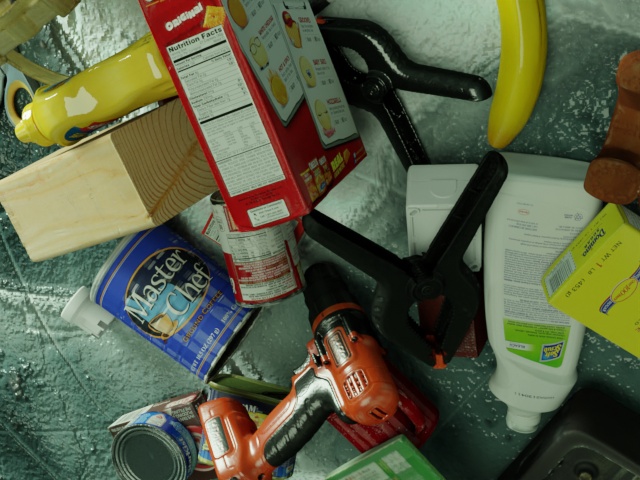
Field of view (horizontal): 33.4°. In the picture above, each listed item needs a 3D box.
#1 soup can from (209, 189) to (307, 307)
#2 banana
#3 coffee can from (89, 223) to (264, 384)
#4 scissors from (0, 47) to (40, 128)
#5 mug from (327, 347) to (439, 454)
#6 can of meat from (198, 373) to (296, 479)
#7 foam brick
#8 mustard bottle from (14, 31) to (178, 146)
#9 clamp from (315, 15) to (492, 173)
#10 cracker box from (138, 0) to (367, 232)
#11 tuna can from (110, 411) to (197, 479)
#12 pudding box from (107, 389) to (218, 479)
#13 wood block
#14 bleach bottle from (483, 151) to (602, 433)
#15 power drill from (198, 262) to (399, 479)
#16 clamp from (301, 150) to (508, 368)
[{"bbox_3d":[-0.056,0.001,0.965,0.069,0.068,0.102,-6,108,23],"label":"soup can"},{"bbox_3d":[0.154,-0.173,0.873,0.070,0.037,0.198,1,110,44],"label":"banana"},{"bbox_3d":[-0.136,0.057,1.034,0.140,0.102,0.103,35,118,5],"label":"coffee can"},{"bbox_3d":[-0.296,-0.192,1.051,0.096,0.016,0.202,33,118,5],"label":"scissors"},{"bbox_3d":[0.062,0.160,0.997,0.081,0.093,0.117,44,155,-5],"label":"mug"},{"bbox_3d":[-0.068,0.187,1.070,0.102,0.057,0.084,11,95,17],"label":"can of meat"},{"bbox_3d":[0.120,0.060,0.964,0.053,0.051,0.078,0,110,22],"label":"foam brick"},{"bbox_3d":[-0.190,-0.126,0.923,0.192,0.096,0.058,-20,101,26],"label":"mustard bottle"},{"bbox_3d":[0.055,-0.127,0.924,0.171,0.039,0.120,34,128,15],"label":"clamp"},{"bbox_3d":[-0.051,-0.132,0.829,0.072,0.164,0.213,-18,103,24],"label":"cracker box"},{"bbox_3d":[-0.171,0.221,1.105,0.086,0.033,0.086,6,111,17],"label":"tuna can"},{"bbox_3d":[-0.157,0.217,1.140,0.114,0.039,0.090,-19,102,26],"label":"pudding box"},{"bbox_3d":[-0.201,-0.051,0.990,0.207,0.090,0.090,-13,106,45],"label":"wood block"},{"bbox_3d":[0.182,0.054,0.931,0.103,0.068,0.251,8,115,13],"label":"bleach bottle"},{"bbox_3d":[-0.027,0.129,0.976,0.188,0.184,0.057,-43,130,17],"label":"power drill"},{"bbox_3d":[0.072,0.029,0.875,0.164,0.036,0.210,-11,130,-6],"label":"clamp"}]
